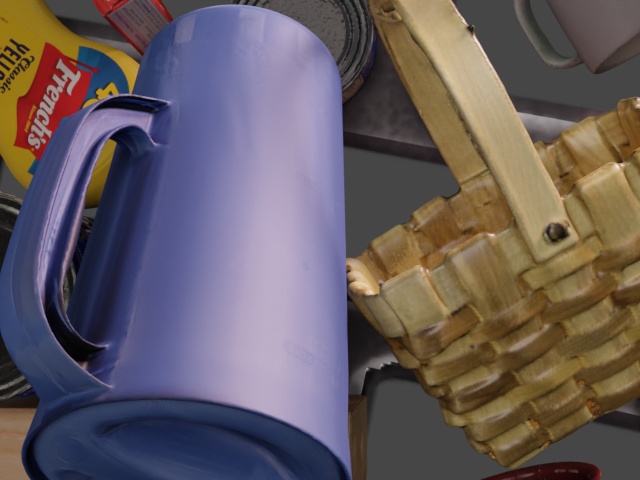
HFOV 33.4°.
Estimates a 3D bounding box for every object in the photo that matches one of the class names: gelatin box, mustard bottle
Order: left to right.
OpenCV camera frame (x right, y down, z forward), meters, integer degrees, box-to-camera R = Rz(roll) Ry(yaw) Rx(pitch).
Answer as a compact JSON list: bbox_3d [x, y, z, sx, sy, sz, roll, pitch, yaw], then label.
[{"bbox_3d":[-0.148,-0.074,0.617,0.192,0.058,0.096,37,86,9],"label":"mustard bottle"},{"bbox_3d":[-0.117,-0.150,0.602,0.030,0.089,0.073,-34,82,3],"label":"gelatin box"}]

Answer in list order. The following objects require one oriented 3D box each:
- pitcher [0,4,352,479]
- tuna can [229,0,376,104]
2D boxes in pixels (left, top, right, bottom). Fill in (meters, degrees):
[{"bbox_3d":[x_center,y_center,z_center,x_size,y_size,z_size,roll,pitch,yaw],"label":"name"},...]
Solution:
[{"bbox_3d":[-0.053,0.001,0.490,0.145,0.149,0.243,8,52,-6],"label":"pitcher"},{"bbox_3d":[-0.011,-0.115,0.612,0.086,0.033,0.086,-1,86,8],"label":"tuna can"}]
